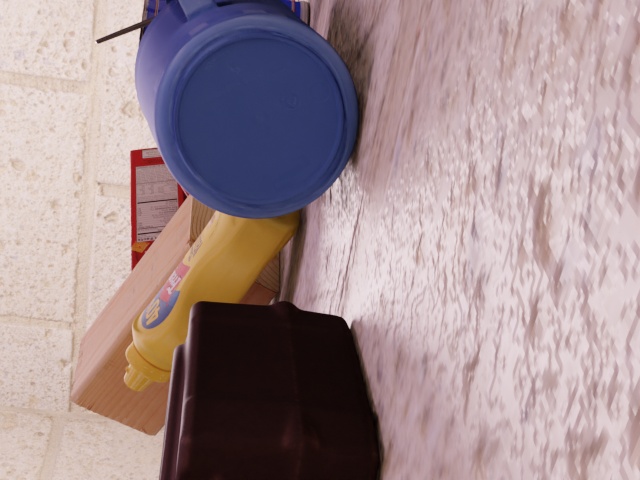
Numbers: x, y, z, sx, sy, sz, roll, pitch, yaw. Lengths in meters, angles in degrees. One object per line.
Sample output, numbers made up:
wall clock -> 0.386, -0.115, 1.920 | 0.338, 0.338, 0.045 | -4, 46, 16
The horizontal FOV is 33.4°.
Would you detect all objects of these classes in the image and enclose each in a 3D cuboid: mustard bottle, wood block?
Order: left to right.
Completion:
wood block -> -0.130, 0.068, 0.951 | 0.206, 0.090, 0.090 | -49, 26, 28
mustard bottle -> -0.092, 0.040, 0.814 | 0.192, 0.058, 0.096 | -53, 16, 16

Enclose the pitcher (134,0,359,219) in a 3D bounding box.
pitcher -> -0.054, -0.099, 0.658 | 0.243, 0.149, 0.145 | -123, 53, -74

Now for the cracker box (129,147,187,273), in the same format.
cracker box -> -0.178, 0.019, 1.265 | 0.164, 0.072, 0.214 | 86, 176, -50
